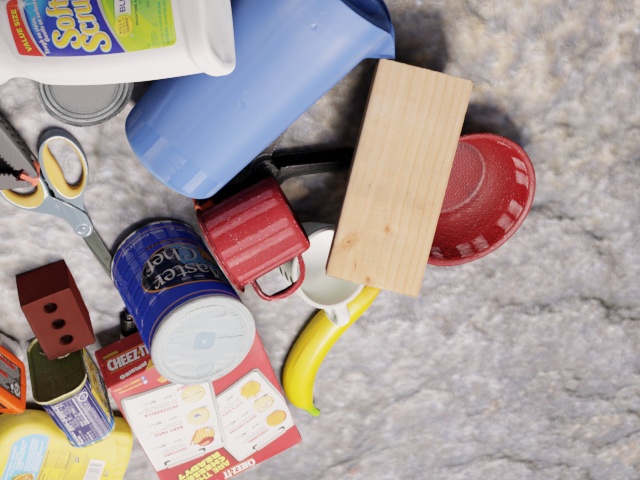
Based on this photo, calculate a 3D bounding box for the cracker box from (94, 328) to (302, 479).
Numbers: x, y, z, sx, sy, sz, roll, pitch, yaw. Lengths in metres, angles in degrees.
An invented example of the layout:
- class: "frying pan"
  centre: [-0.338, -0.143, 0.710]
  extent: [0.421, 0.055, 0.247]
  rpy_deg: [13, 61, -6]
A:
- class: "cracker box"
  centre: [-0.129, 0.172, 1.168]
  extent: [0.164, 0.072, 0.213]
  rpy_deg: [-25, 133, -8]

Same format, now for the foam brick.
- class: "foam brick"
  centre: [-0.266, 0.070, 1.073]
  extent: [0.053, 0.051, 0.078]
  rpy_deg: [-21, 128, -6]

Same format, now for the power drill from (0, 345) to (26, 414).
- class: "power drill"
  centre: [-0.394, 0.140, 1.024]
  extent: [0.188, 0.057, 0.184]
  rpy_deg: [-13, 152, 10]

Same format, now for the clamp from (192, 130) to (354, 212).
- class: "clamp"
  centre: [-0.047, -0.076, 1.059]
  extent: [0.172, 0.039, 0.120]
  rpy_deg: [-37, 123, 15]

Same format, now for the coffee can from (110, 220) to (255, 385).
- class: "coffee can"
  centre: [-0.137, 0.059, 1.047]
  extent: [0.102, 0.140, 0.103]
  rpy_deg: [-15, 128, -20]

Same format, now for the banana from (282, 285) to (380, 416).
- class: "banana"
  centre: [0.002, 0.122, 1.218]
  extent: [0.069, 0.037, 0.198]
  rpy_deg: [0, 126, -41]

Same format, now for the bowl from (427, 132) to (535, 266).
- class: "bowl"
  centre: [0.143, -0.054, 1.131]
  extent: [0.162, 0.055, 0.162]
  rpy_deg: [-9, 126, -13]

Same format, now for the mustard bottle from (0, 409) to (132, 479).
- class: "mustard bottle"
  centre: [-0.309, 0.230, 1.164]
  extent: [0.191, 0.058, 0.096]
  rpy_deg: [10, 120, -26]

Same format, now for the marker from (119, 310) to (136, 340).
- class: "marker"
  centre: [-0.208, 0.126, 1.153]
  extent: [0.020, 0.020, 0.121]
  rpy_deg: [-3, 124, -18]

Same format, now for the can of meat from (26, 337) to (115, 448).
- class: "can of meat"
  centre: [-0.256, 0.153, 1.104]
  extent: [0.057, 0.102, 0.084]
  rpy_deg: [-24, 130, -4]

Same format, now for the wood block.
- class: "wood block"
  centre: [0.072, -0.060, 1.018]
  extent: [0.090, 0.091, 0.206]
  rpy_deg: [14, 94, -2]

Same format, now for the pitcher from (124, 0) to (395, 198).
- class: "pitcher"
  centre: [-0.068, -0.158, 0.935]
  extent: [0.243, 0.149, 0.144]
  rpy_deg: [-43, 154, 23]

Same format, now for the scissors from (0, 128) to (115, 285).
- class: "scissors"
  centre: [-0.253, -0.016, 1.041]
  extent: [0.096, 0.016, 0.202]
  rpy_deg: [-12, 127, -9]

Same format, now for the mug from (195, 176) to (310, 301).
- class: "mug"
  centre: [-0.057, 0.001, 1.028]
  extent: [0.081, 0.117, 0.093]
  rpy_deg: [-29, 172, 3]

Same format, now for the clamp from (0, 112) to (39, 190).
- class: "clamp"
  centre: [-0.351, -0.089, 0.935]
  extent: [0.209, 0.036, 0.165]
  rpy_deg: [29, 116, -29]

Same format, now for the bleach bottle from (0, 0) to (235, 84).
- class: "bleach bottle"
  centre: [-0.199, -0.166, 0.874]
  extent: [0.251, 0.102, 0.068]
  rpy_deg: [-8, 175, 17]

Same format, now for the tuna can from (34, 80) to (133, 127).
- class: "tuna can"
  centre: [-0.212, -0.146, 0.953]
  extent: [0.086, 0.034, 0.086]
  rpy_deg: [-9, 126, -13]
